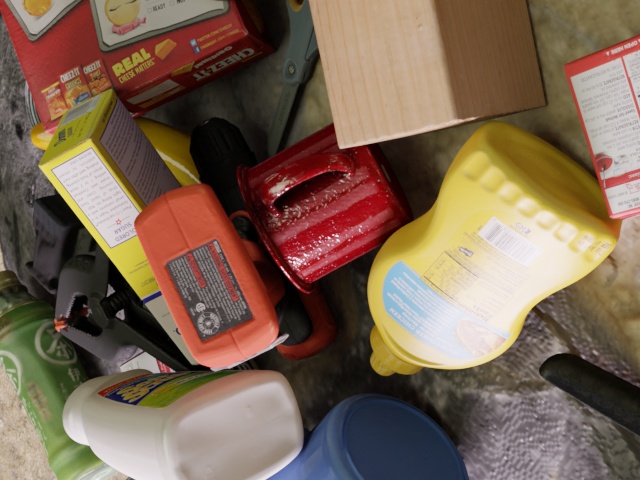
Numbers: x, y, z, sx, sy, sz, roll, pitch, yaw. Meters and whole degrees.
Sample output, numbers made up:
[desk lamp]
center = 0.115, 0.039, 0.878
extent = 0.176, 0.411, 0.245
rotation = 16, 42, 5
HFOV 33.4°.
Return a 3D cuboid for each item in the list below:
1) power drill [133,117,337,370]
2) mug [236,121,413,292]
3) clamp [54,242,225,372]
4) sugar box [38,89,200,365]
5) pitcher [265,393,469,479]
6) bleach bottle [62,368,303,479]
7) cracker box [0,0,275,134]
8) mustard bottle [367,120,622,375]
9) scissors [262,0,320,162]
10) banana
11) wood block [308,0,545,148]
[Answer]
[power drill]
center = -0.055, 0.001, 0.692
extent = 0.057, 0.187, 0.184
rotation = -28, 88, 13
[mug]
center = 0.002, -0.029, 0.660
extent = 0.081, 0.117, 0.093
rotation = -29, 70, 11
[clamp]
center = -0.165, 0.040, 0.849
extent = 0.210, 0.036, 0.164
rotation = -7, 108, 52
[sugar box]
center = -0.113, -0.008, 0.716
extent = 0.048, 0.093, 0.176
rotation = -25, 116, 12
[pitcher]
center = -0.008, 0.207, 0.742
extent = 0.149, 0.144, 0.243
rotation = 36, 125, 0
[bleach bottle]
center = -0.121, 0.126, 0.744
extent = 0.251, 0.102, 0.068
rotation = -6, 101, 54
[cracker box]
center = -0.148, -0.200, 0.762
extent = 0.164, 0.072, 0.214
rotation = -24, 82, 14
[mustard bottle]
center = 0.083, 0.023, 0.632
extent = 0.096, 0.058, 0.192
rotation = 33, 131, -4
[scissors]
center = -0.002, -0.118, 0.719
extent = 0.096, 0.016, 0.202
rotation = 27, 119, 41
[banana]
center = -0.123, -0.056, 0.806
extent = 0.198, 0.069, 0.037
rotation = 31, 159, 9
[wood block]
center = 0.048, -0.164, 0.602
extent = 0.090, 0.090, 0.206
rotation = -8, 95, 47
